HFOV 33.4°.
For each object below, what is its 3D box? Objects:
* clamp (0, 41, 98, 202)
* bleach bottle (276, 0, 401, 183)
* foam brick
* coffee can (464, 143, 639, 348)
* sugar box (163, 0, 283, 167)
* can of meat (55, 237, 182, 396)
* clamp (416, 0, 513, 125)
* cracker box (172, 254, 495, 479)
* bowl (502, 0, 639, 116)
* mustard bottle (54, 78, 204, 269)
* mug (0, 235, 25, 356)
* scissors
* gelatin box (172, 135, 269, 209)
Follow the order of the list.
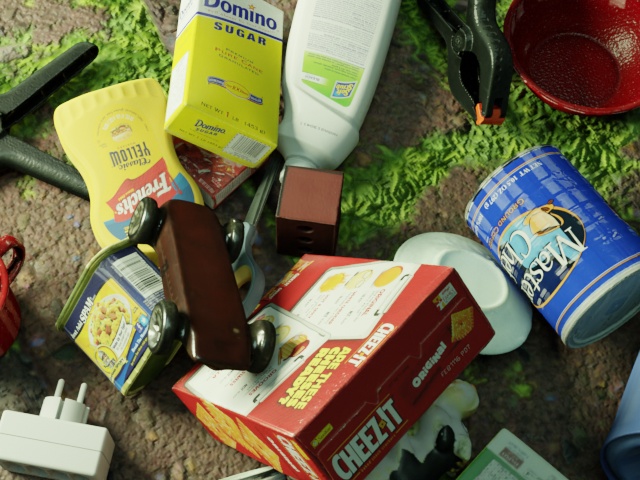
[{"bbox_3d":[-0.286,-0.089,0.955,0.209,0.036,0.164,-14,68,-11],"label":"clamp"},{"bbox_3d":[0.005,-0.162,0.989,0.102,0.068,0.250,16,68,5],"label":"bleach bottle"},{"bbox_3d":[-0.009,-0.022,0.915,0.053,0.078,0.051,7,66,3],"label":"foam brick"},{"bbox_3d":[0.202,0.004,0.887,0.102,0.103,0.140,-28,61,-14],"label":"coffee can"},{"bbox_3d":[-0.082,-0.155,0.950,0.093,0.048,0.176,23,50,-27],"label":"sugar box"},{"bbox_3d":[-0.154,0.063,0.858,0.084,0.102,0.057,44,35,13],"label":"can of meat"},{"bbox_3d":[0.145,-0.193,0.984,0.039,0.120,0.171,-9,69,-24],"label":"clamp"},{"bbox_3d":[0.003,0.091,0.794,0.164,0.214,0.072,-45,112,-20],"label":"cracker box"},{"bbox_3d":[0.247,-0.175,1.008,0.162,0.055,0.162,1,65,-2],"label":"bowl"},{"bbox_3d":[-0.152,-0.036,0.910,0.096,0.058,0.191,-19,85,-15],"label":"mustard bottle"},{"bbox_3d":[-0.284,0.045,0.869,0.093,0.081,0.117,32,68,11],"label":"mug"},{"bbox_3d":[-0.056,0.001,0.907,0.016,0.096,0.201,42,65,-30],"label":"scissors"},{"bbox_3d":[-0.102,-0.084,0.964,0.089,0.030,0.073,42,70,15],"label":"gelatin box"}]
